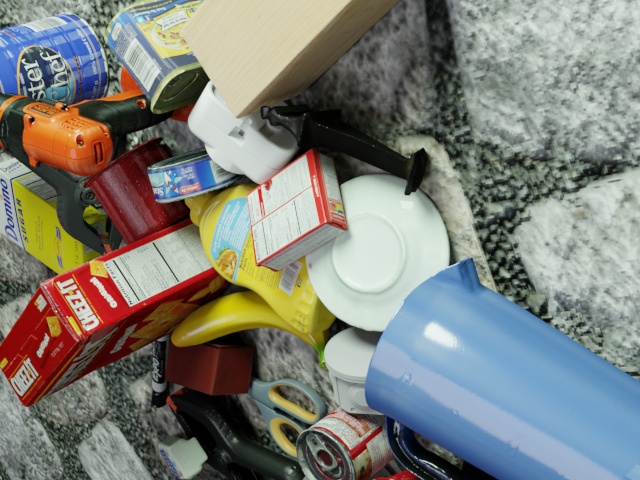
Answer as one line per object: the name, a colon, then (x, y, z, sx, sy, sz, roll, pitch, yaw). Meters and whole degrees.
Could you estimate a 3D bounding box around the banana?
banana: (-0.064, 0.079, 1.037, 0.198, 0.069, 0.037, 2, 144, 38)

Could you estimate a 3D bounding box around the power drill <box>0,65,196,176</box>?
power drill: (-0.214, -0.123, 0.989, 0.185, 0.187, 0.057, 22, 127, 33)

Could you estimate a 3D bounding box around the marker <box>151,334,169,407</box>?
marker: (-0.184, 0.145, 1.227, 0.020, 0.020, 0.121, 30, 129, 30)

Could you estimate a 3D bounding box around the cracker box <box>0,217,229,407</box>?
cracker box: (-0.194, 0.066, 1.049, 0.072, 0.213, 0.164, 55, 138, 9)

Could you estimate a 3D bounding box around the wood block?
wood block: (-0.009, -0.192, 0.823, 0.206, 0.090, 0.091, -37, 84, 47)

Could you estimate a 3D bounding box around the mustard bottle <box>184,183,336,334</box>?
mustard bottle: (-0.056, 0.001, 0.992, 0.192, 0.058, 0.096, 32, 114, 30)

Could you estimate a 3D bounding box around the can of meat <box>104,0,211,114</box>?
can of meat: (-0.128, -0.169, 0.945, 0.084, 0.101, 0.058, 53, 138, 13)

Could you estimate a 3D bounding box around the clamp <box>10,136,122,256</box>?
clamp: (-0.258, -0.056, 1.131, 0.039, 0.120, 0.171, -119, 22, -60)

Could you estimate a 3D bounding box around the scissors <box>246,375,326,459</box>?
scissors: (-0.071, 0.170, 1.129, 0.202, 0.016, 0.096, 10, 113, 41)

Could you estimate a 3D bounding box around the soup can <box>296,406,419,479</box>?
soup can: (0.036, 0.177, 0.965, 0.069, 0.102, 0.068, 22, 125, 35)

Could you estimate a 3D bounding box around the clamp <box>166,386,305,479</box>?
clamp: (-0.092, 0.230, 1.163, 0.210, 0.036, 0.165, 46, 144, 21)

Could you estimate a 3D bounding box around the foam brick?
foam brick: (-0.115, 0.128, 1.111, 0.078, 0.052, 0.051, 9, 92, 42)

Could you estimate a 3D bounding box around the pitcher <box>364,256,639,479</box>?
pitcher: (0.161, 0.137, 0.806, 0.243, 0.145, 0.149, 30, 161, 26)

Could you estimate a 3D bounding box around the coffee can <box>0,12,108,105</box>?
coffee can: (-0.303, -0.167, 1.087, 0.103, 0.140, 0.103, 22, 125, 35)

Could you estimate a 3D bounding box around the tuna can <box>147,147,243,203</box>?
tuna can: (-0.118, -0.064, 1.001, 0.086, 0.085, 0.034, -4, 107, 45)

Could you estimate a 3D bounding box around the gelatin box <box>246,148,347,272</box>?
gelatin box: (-0.022, -0.024, 0.912, 0.089, 0.030, 0.073, -32, 55, 35)

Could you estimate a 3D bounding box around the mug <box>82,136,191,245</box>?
mug: (-0.178, -0.044, 1.079, 0.081, 0.093, 0.117, 57, 169, -2)

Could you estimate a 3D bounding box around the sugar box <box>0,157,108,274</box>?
sugar box: (-0.318, -0.020, 1.252, 0.176, 0.048, 0.093, 28, 128, 31)
